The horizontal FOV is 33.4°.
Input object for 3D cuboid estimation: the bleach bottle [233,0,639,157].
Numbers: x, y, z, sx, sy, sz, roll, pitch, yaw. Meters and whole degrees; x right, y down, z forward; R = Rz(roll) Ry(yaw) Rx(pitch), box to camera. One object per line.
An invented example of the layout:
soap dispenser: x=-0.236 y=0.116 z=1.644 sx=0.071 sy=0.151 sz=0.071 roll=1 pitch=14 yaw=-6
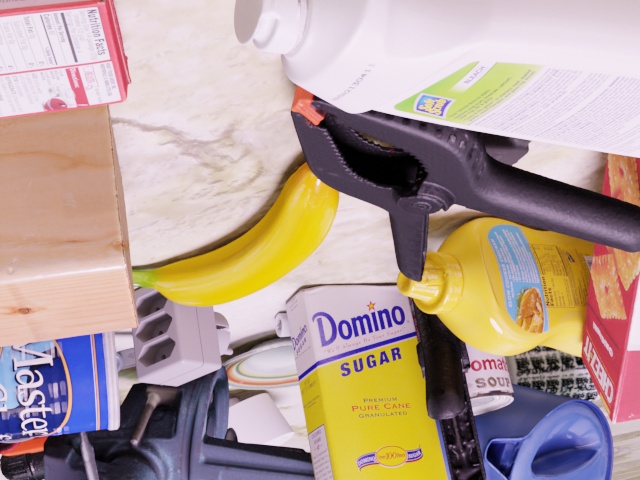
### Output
bleach bottle: x=0.086 y=-0.087 z=0.468 sx=0.250 sy=0.068 sz=0.103 roll=4 pitch=154 yaw=-27

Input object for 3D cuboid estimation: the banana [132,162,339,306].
banana: x=-0.044 y=0.005 z=0.668 sx=0.069 sy=0.037 sz=0.198 roll=11 pitch=150 yaw=-44

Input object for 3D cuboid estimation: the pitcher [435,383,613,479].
pitcher: x=0.132 y=0.182 z=0.954 sx=0.144 sy=0.149 sz=0.243 roll=-30 pitch=-154 yaw=-32

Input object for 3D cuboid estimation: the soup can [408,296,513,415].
soup can: x=0.110 y=0.084 z=0.849 sx=0.068 sy=0.102 sz=0.068 roll=-9 pitch=158 yaw=-4

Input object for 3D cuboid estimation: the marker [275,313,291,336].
marker: x=0.022 y=0.066 z=0.877 sx=0.121 sy=0.020 sz=0.020 roll=-2 pitch=157 yaw=-22

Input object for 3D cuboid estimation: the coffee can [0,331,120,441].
coffee can: x=-0.205 y=0.079 z=0.688 sx=0.140 sy=0.103 sz=0.103 roll=-5 pitch=158 yaw=-14

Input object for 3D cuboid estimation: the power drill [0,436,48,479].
power drill: x=-0.236 y=0.181 z=0.997 sx=0.184 sy=0.057 sz=0.187 roll=-15 pitch=161 yaw=1

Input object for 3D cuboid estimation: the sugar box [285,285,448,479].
sugar box: x=0.035 y=0.121 z=0.805 sx=0.093 sy=0.176 sz=0.048 roll=-1 pitch=158 yaw=-25

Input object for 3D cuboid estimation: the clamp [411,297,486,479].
clamp: x=0.091 y=0.094 z=0.768 sx=0.039 sy=0.171 sz=0.120 roll=-7 pitch=130 yaw=7

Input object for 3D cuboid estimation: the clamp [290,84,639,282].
clamp: x=0.067 y=-0.033 z=0.561 sx=0.165 sy=0.036 sz=0.209 roll=-7 pitch=150 yaw=35

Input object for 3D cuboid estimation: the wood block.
wood block: x=-0.199 y=0.003 z=0.520 sx=0.206 sy=0.090 sz=0.091 roll=-7 pitch=157 yaw=-8

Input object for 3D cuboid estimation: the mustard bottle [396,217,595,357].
mustard bottle: x=0.133 y=0.032 z=0.738 sx=0.191 sy=0.096 sz=0.058 roll=5 pitch=155 yaw=-34

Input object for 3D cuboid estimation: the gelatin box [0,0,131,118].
gelatin box: x=-0.125 y=-0.080 z=0.428 sx=0.089 sy=0.030 sz=0.073 roll=-8 pitch=157 yaw=-6
